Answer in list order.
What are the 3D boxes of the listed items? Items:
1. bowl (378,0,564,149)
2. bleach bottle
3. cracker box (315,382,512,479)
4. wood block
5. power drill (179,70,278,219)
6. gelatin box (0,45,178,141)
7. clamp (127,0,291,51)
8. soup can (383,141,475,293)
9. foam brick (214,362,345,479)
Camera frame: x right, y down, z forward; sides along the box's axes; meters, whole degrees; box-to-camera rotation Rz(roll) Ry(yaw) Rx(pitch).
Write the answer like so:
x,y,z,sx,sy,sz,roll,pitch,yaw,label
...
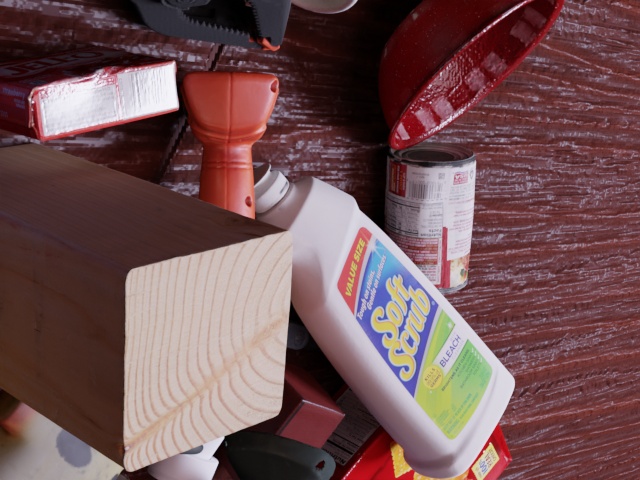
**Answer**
x,y,z,sx,sy,sz,roll,pitch,yaw,label
0.095,-0.138,0.760,0.162,0.055,0.162,-38,169,-9,bowl
0.030,0.051,0.745,0.250,0.068,0.102,47,64,-21,bleach bottle
0.055,0.192,0.861,0.213,0.072,0.164,-44,131,-26,cracker box
-0.118,0.020,0.512,0.090,0.206,0.090,-13,114,-44,wood block
-0.054,0.001,0.606,0.057,0.184,0.188,2,94,-8,power drill
-0.131,-0.080,0.560,0.089,0.073,0.030,-20,117,-40,gelatin box
-0.086,-0.145,0.573,0.209,0.165,0.036,28,55,-69,clamp
0.082,-0.018,0.815,0.068,0.069,0.102,-16,115,-43,soup can
-0.032,0.129,0.745,0.051,0.053,0.078,25,105,-48,foam brick
